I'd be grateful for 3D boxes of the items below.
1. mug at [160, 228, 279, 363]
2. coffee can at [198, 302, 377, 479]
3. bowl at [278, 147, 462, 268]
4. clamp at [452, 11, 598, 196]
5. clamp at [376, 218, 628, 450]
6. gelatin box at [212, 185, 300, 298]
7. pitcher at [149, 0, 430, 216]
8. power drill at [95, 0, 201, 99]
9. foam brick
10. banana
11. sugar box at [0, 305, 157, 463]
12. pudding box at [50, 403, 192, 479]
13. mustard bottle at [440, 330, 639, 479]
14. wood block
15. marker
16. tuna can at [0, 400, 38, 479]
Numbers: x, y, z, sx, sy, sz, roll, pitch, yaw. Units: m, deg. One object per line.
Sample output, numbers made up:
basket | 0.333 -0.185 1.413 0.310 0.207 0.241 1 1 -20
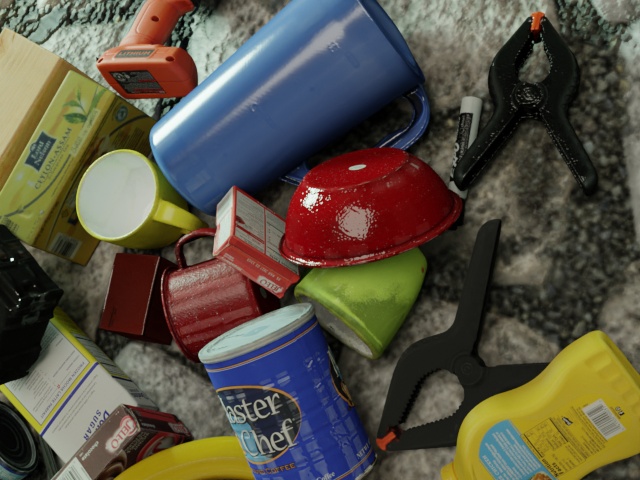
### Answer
mug | -0.091 0.045 0.967 0.081 0.093 0.117 -18 94 13
coffee can | -0.026 0.136 0.881 0.103 0.102 0.140 -21 97 17
bowl | 0.036 -0.037 0.900 0.162 0.162 0.055 -7 113 22
clamp | 0.173 -0.114 0.926 0.120 0.039 0.171 -3 69 9
clamp | 0.123 0.095 0.890 0.210 0.036 0.164 -37 74 13
gelatin box | -0.056 0.001 0.935 0.030 0.073 0.089 -47 24 23
pitcher | -0.028 -0.122 0.977 0.243 0.144 0.149 -37 51 15
power drill | -0.129 -0.228 1.054 0.185 0.057 0.187 1 57 32
foam brick | -0.170 0.056 1.024 0.053 0.051 0.078 6 78 26
banana | -0.116 0.210 0.935 0.197 0.037 0.069 -10 52 -5
sugar box | -0.248 0.141 1.039 0.176 0.048 0.093 40 94 24
pudding box | -0.182 0.203 0.968 0.113 0.090 0.039 -46 61 7
mustard bottle | 0.166 0.158 0.834 0.192 0.058 0.096 -36 105 17
wood block | -0.327 -0.102 1.113 0.091 0.090 0.206 30 89 27
marker | 0.126 -0.068 0.946 0.020 0.020 0.121 6 78 25
tuna can | -0.312 0.196 1.029 0.034 0.086 0.086 -34 65 9
